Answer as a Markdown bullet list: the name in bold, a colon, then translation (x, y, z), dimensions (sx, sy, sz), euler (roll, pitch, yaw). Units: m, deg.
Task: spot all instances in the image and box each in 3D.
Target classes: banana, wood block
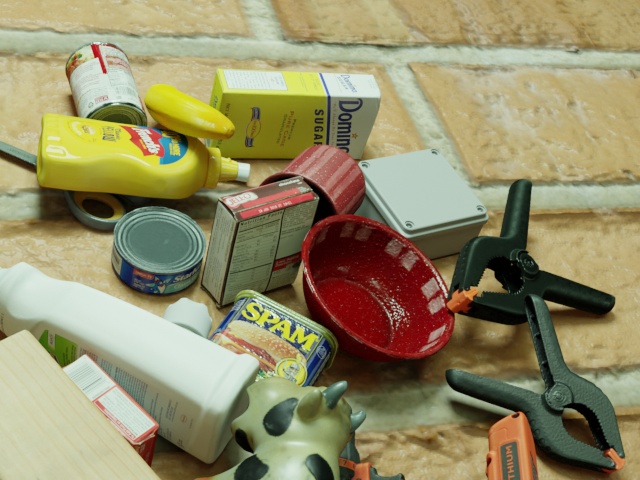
- **banana**: translation (-0.138, -0.132, 1.067), dimensions (0.069, 0.037, 0.198), euler (4, 14, -18)
- **wood block**: translation (-0.191, 0.175, 0.768), dimensions (0.090, 0.091, 0.206), euler (-28, 60, -38)

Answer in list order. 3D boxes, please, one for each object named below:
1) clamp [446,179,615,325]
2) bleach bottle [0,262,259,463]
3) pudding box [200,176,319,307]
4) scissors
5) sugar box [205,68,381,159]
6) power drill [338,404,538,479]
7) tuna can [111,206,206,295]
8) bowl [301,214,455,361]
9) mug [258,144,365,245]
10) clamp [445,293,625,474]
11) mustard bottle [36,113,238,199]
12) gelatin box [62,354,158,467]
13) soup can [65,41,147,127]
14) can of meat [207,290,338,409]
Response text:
- **clamp**: translation (0.201, 0.036, 1.045), dimensions (0.164, 0.036, 0.209), euler (51, 43, 7)
- **bleach bottle**: translation (-0.176, 0.081, 0.860), dimensions (0.251, 0.103, 0.068), euler (28, 48, 9)
- **pudding box**: translation (-0.056, 0.001, 0.974), dimensions (0.089, 0.114, 0.039), euler (-16, 49, -32)
- **scissors**: translation (-0.264, -0.059, 1.037), dimensions (0.201, 0.016, 0.096), euler (13, 41, -6)
- **sugar box**: translation (-0.030, -0.132, 1.134), dimensions (0.176, 0.093, 0.048), euler (0, 47, -18)
- **power drill**: translation (0.071, 0.185, 0.816), dimensions (0.188, 0.057, 0.184), euler (-13, 48, 14)
- **tuna can**: translation (-0.151, 0.010, 0.992), dimensions (0.086, 0.034, 0.086), euler (9, 44, -9)
- **bowl**: translation (0.042, 0.055, 0.980), dimensions (0.162, 0.055, 0.162), euler (21, 41, -20)
- **mug**: translation (-0.016, -0.042, 1.062), dimensions (0.117, 0.093, 0.081), euler (-4, 27, 31)
- **clamp**: translation (0.210, 0.132, 0.957), dimensions (0.171, 0.039, 0.120), euler (39, 77, 5)
- **mustard bottle**: translation (-0.174, -0.077, 1.031), dimensions (0.191, 0.058, 0.096), euler (6, 28, -17)
- **gelatin box**: translation (-0.166, 0.143, 0.822), dimensions (0.089, 0.073, 0.030), euler (39, 47, 20)
- **soup can**: translation (-0.222, -0.148, 1.105), dimensions (0.068, 0.069, 0.102), euler (-5, 48, -23)
- **can of meat**: translation (-0.049, 0.103, 0.915), dimensions (0.102, 0.057, 0.083), euler (27, 46, 9)
